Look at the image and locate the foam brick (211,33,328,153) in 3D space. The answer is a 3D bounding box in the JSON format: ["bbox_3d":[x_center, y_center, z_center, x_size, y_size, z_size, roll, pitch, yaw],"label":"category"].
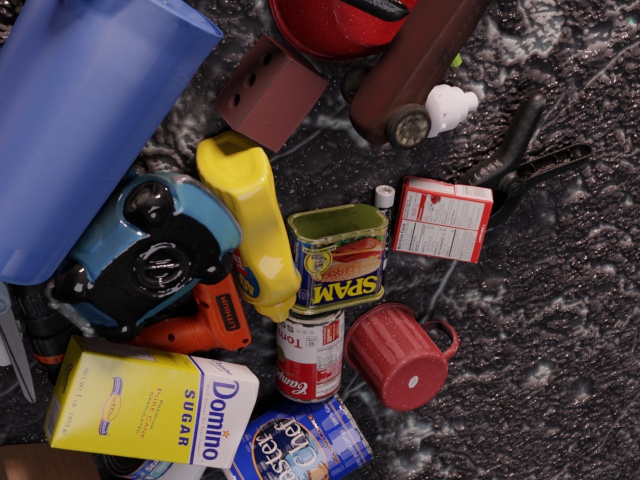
[{"bbox_3d":[-0.042,-0.124,0.900,0.051,0.053,0.078,27,106,-40],"label":"foam brick"}]

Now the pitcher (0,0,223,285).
[{"bbox_3d":[-0.184,-0.091,0.791,0.149,0.145,0.243,27,105,-31],"label":"pitcher"}]

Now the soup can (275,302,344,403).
[{"bbox_3d":[-0.011,0.103,1.071,0.068,0.069,0.102,-14,127,-21],"label":"soup can"}]

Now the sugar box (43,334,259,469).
[{"bbox_3d":[-0.148,0.146,0.950,0.176,0.048,0.093,14,101,-28],"label":"sugar box"}]

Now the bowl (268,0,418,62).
[{"bbox_3d":[0.040,-0.213,0.881,0.162,0.055,0.162,-15,128,-20],"label":"bowl"}]

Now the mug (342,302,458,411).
[{"bbox_3d":[0.093,0.122,1.133,0.117,0.082,0.093,-22,130,-15],"label":"mug"}]

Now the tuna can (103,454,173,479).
[{"bbox_3d":[-0.171,0.188,1.030,0.033,0.086,0.086,27,106,-42],"label":"tuna can"}]

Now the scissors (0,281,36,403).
[{"bbox_3d":[-0.284,0.045,0.876,0.096,0.016,0.202,-1,107,-17],"label":"scissors"}]

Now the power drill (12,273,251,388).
[{"bbox_3d":[-0.168,0.072,0.970,0.187,0.057,0.184,-23,127,-11],"label":"power drill"}]

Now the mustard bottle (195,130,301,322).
[{"bbox_3d":[-0.057,0.001,0.953,0.058,0.096,0.191,-26,131,-12],"label":"mustard bottle"}]

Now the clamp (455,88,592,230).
[{"bbox_3d":[0.199,-0.064,1.089,0.120,0.039,0.172,28,112,-33],"label":"clamp"}]

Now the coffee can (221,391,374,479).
[{"bbox_3d":[-0.029,0.222,1.123,0.140,0.103,0.102,-32,132,-6],"label":"coffee can"}]

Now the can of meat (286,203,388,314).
[{"bbox_3d":[0.014,0.016,1.031,0.102,0.057,0.084,-10,125,-23],"label":"can of meat"}]

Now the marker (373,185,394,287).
[{"bbox_3d":[0.060,0.001,1.070,0.020,0.020,0.121,-12,128,-22],"label":"marker"}]

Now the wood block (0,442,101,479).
[{"bbox_3d":[-0.239,0.288,0.982,0.090,0.206,0.091,3,120,-32],"label":"wood block"}]

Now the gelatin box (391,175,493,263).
[{"bbox_3d":[0.120,-0.021,1.058,0.089,0.030,0.073,9,121,0],"label":"gelatin box"}]
